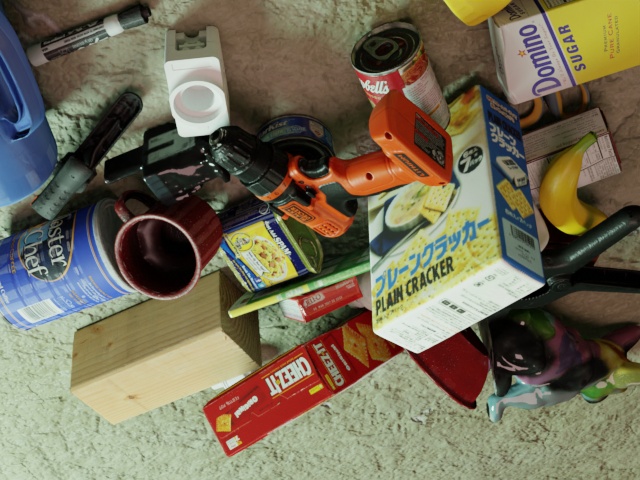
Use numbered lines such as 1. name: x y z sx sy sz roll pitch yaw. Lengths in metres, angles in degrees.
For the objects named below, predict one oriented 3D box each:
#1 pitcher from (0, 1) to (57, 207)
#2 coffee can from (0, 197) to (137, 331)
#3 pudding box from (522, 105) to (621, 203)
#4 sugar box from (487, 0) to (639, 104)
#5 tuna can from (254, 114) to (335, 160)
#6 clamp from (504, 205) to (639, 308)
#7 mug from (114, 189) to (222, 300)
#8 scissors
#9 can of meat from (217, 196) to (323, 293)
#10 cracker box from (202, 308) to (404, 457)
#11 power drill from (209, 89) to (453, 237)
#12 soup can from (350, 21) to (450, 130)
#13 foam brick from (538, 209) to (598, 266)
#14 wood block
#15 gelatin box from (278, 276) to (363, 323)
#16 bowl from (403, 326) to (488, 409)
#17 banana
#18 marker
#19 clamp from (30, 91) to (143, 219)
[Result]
1. pitcher: -0.307 -0.138 0.918 0.145 0.149 0.243 -15 140 -2
2. coffee can: -0.265 0.026 1.121 0.140 0.103 0.102 -19 135 14
3. pudding box: 0.245 -0.084 1.094 0.113 0.039 0.090 -22 149 14
4. sugar box: 0.245 -0.193 0.969 0.176 0.048 0.093 -20 133 2
5. tuna can: -0.027 -0.084 1.079 0.086 0.034 0.086 -3 137 -3
6. clamp: 0.260 0.028 1.146 0.210 0.036 0.164 -12 145 11
7. mug: -0.158 -0.006 1.081 0.117 0.081 0.093 42 118 -3
8. scissors: 0.196 -0.174 1.022 0.096 0.016 0.201 -25 134 19
9. can of meat: -0.057 0.001 1.141 0.084 0.057 0.102 -21 120 19
10. cracker box: -0.012 0.154 1.227 0.164 0.072 0.213 -35 172 28
11. power drill: 0.014 -0.076 0.996 0.188 0.057 0.184 -18 145 38
12. soup can: 0.077 -0.144 1.002 0.068 0.068 0.102 -18 136 13
13. foam brick: 0.266 0.002 1.191 0.078 0.053 0.051 3 136 -8
14. wood block: -0.181 0.128 1.250 0.206 0.090 0.090 -23 136 17
15. gelatin box: -0.002 0.062 1.190 0.073 0.089 0.030 -23 96 -16
16. bowl: 0.144 0.117 1.236 0.055 0.162 0.162 -43 128 11
17. banana: 0.259 -0.042 1.091 0.070 0.037 0.197 -19 152 9
18. marker: -0.208 -0.186 0.962 0.121 0.020 0.020 -18 136 13
19. clamp: -0.238 -0.063 1.026 0.039 0.120 0.172 41 127 -7
